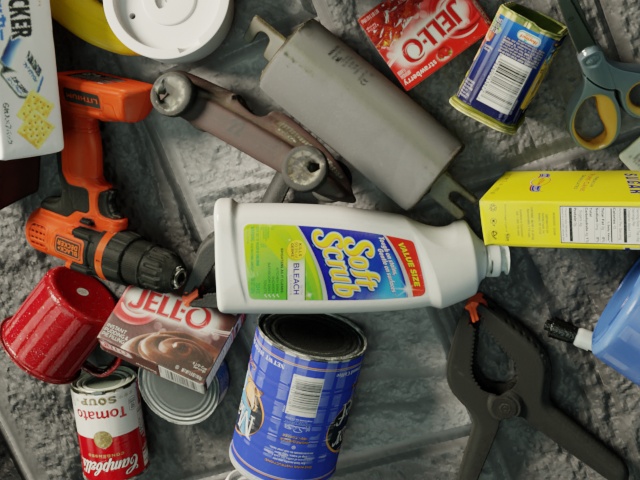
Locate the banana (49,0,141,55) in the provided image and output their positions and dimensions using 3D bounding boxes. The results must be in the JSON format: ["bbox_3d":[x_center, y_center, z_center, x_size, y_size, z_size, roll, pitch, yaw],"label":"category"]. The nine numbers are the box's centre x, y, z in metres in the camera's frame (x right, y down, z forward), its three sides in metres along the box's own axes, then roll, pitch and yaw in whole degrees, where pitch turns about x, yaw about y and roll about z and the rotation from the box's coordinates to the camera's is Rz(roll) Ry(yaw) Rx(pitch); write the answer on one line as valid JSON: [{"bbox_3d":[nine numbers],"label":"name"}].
[{"bbox_3d":[-0.228,-0.232,0.958,0.070,0.037,0.198,-35,95,25],"label":"banana"}]

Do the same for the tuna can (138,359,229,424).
[{"bbox_3d":[-0.134,0.136,1.051,0.086,0.033,0.086,5,109,15],"label":"tuna can"}]

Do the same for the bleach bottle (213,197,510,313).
[{"bbox_3d":[0.036,0.011,0.921,0.251,0.068,0.102,-2,98,-1],"label":"bleach bottle"}]

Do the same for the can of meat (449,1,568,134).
[{"bbox_3d":[0.150,-0.138,0.839,0.057,0.102,0.084,29,111,8],"label":"can of meat"}]

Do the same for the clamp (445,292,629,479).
[{"bbox_3d":[0.179,0.146,0.957,0.165,0.036,0.210,-9,104,20],"label":"clamp"}]

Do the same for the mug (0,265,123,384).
[{"bbox_3d":[-0.242,0.087,1.041,0.117,0.093,0.082,39,109,-6],"label":"mug"}]

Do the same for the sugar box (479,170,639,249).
[{"bbox_3d":[0.224,-0.026,0.846,0.176,0.093,0.048,-2,109,24],"label":"sugar box"}]

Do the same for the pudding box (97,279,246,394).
[{"bbox_3d":[-0.139,0.082,1.006,0.113,0.090,0.039,24,153,6],"label":"pudding box"}]

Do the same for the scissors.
[{"bbox_3d":[0.222,-0.140,0.802,0.096,0.016,0.201,-15,143,3],"label":"scissors"}]

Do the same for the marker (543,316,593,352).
[{"bbox_3d":[0.253,0.094,0.927,0.121,0.020,0.020,21,112,10],"label":"marker"}]

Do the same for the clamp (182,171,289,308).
[{"bbox_3d":[-0.056,0.001,0.971,0.171,0.039,0.120,-23,92,6],"label":"clamp"}]

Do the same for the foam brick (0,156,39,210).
[{"bbox_3d":[-0.310,-0.066,1.016,0.053,0.078,0.051,14,112,12],"label":"foam brick"}]

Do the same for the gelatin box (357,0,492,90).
[{"bbox_3d":[0.088,-0.179,0.882,0.089,0.030,0.073,-33,96,24],"label":"gelatin box"}]

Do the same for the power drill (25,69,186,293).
[{"bbox_3d":[-0.194,-0.054,0.978,0.185,0.057,0.188,17,110,27],"label":"power drill"}]

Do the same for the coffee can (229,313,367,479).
[{"bbox_3d":[-0.022,0.145,0.982,0.103,0.102,0.140,17,111,11],"label":"coffee can"}]

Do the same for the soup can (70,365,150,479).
[{"bbox_3d":[-0.211,0.185,1.073,0.069,0.068,0.102,0,107,17],"label":"soup can"}]
